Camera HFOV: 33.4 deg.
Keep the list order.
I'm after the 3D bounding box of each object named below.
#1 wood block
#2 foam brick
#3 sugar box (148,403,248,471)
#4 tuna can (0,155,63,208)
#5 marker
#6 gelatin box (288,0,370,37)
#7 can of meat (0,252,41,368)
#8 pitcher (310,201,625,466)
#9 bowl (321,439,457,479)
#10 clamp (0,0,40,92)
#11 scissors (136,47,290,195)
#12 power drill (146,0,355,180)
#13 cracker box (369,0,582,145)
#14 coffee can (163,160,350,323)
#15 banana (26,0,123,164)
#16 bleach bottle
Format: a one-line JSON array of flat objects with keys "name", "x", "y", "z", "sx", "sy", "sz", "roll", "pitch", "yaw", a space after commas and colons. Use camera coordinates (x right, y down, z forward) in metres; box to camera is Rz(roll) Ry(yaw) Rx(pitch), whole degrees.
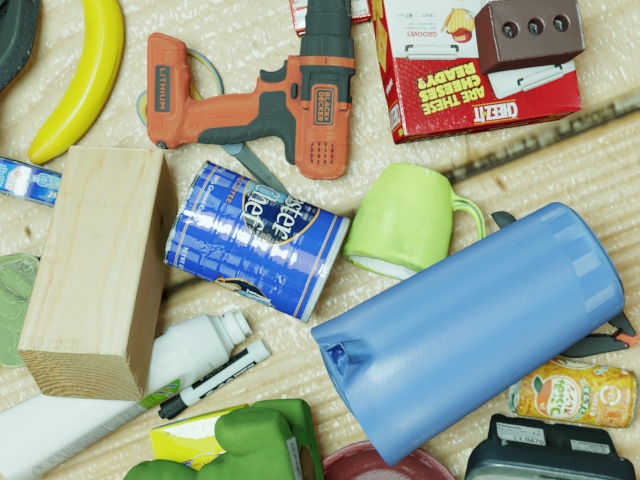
[{"name": "wood block", "x": -0.189, "y": 0.027, "z": 0.934, "sx": 0.090, "sy": 0.091, "sz": 0.206, "roll": 2, "pitch": 57, "yaw": 4}, {"name": "foam brick", "x": 0.175, "y": -0.175, "z": 0.903, "sx": 0.078, "sy": 0.051, "sz": 0.053, "roll": -9, "pitch": 88, "yaw": -6}, {"name": "sugar box", "x": -0.093, "y": 0.249, "z": 0.989, "sx": 0.093, "sy": 0.048, "sz": 0.176, "roll": -14, "pitch": 86, "yaw": 3}, {"name": "tuna can", "x": -0.271, "y": -0.053, "z": 0.993, "sx": 0.086, "sy": 0.086, "sz": 0.034, "roll": 15, "pitch": 88, "yaw": 5}, {"name": "marker", "x": -0.102, "y": 0.132, "z": 1.006, "sx": 0.121, "sy": 0.020, "sz": 0.020, "roll": -33, "pitch": 86, "yaw": 3}, {"name": "gelatin box", "x": 0.004, "y": -0.242, "z": 1.003, "sx": 0.073, "sy": 0.030, "sz": 0.089, "roll": -11, "pitch": 90, "yaw": 4}, {"name": "can of meat", "x": -0.267, "y": 0.063, "z": 0.990, "sx": 0.057, "sy": 0.084, "sz": 0.102, "roll": -10, "pitch": 88, "yaw": 4}, {"name": "pitcher", "x": 0.126, "y": 0.076, "z": 0.896, "sx": 0.243, "sy": 0.149, "sz": 0.145, "roll": -31, "pitch": 102, "yaw": 2}, {"name": "bowl", "x": 0.056, "y": 0.257, "z": 0.971, "sx": 0.162, "sy": 0.055, "sz": 0.162, "roll": 0, "pitch": 88, "yaw": 5}, {"name": "clamp", "x": -0.335, "y": -0.152, "z": 1.010, "sx": 0.165, "sy": 0.036, "sz": 0.210, "roll": 13, "pitch": 75, "yaw": 36}, {"name": "scissors", "x": -0.103, "y": -0.087, "z": 1.015, "sx": 0.096, "sy": 0.016, "sz": 0.202, "roll": -29, "pitch": 86, "yaw": 5}, {"name": "power drill", "x": -0.062, "y": -0.149, "z": 0.971, "sx": 0.187, "sy": 0.057, "sz": 0.184, "roll": 2, "pitch": 93, "yaw": 3}, {"name": "cracker box", "x": 0.131, "y": -0.205, "z": 0.963, "sx": 0.164, "sy": 0.072, "sz": 0.214, "roll": -9, "pitch": 88, "yaw": -5}, {"name": "coffee can", "x": -0.056, "y": 0.001, "z": 0.959, "sx": 0.140, "sy": 0.103, "sz": 0.103, "roll": 23, "pitch": 90, "yaw": 1}, {"name": "banana", "x": -0.227, "y": -0.164, "z": 1.018, "sx": 0.070, "sy": 0.037, "sz": 0.198, "roll": 12, "pitch": 89, "yaw": 13}, {"name": "bleach bottle", "x": -0.178, "y": 0.135, "z": 0.984, "sx": 0.250, "sy": 0.102, "sz": 0.068, "roll": -28, "pitch": 79, "yaw": -5}]
